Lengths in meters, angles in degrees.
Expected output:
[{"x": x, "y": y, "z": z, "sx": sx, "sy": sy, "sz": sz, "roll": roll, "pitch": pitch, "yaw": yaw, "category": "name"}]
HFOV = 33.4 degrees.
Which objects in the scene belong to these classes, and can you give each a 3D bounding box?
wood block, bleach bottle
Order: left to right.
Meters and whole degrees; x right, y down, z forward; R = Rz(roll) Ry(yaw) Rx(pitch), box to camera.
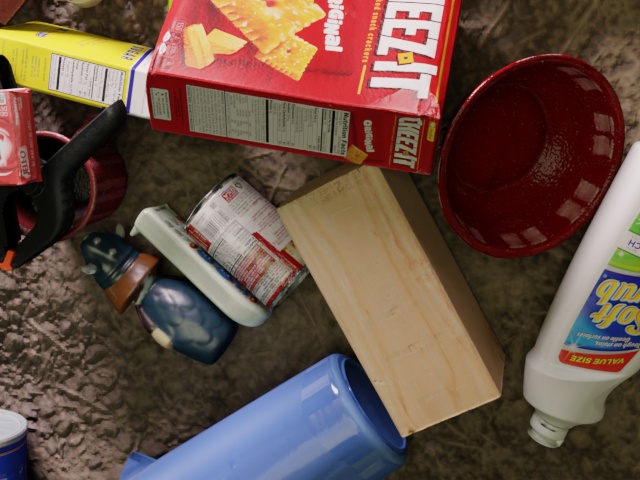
[{"x": 0.059, "y": 0.037, "z": 0.850, "sx": 0.090, "sy": 0.090, "sz": 0.206, "roll": -26, "pitch": 99, "yaw": 17, "category": "wood block"}, {"x": 0.236, "y": 0.054, "z": 0.837, "sx": 0.102, "sy": 0.068, "sz": 0.251, "roll": 21, "pitch": 108, "yaw": -4, "category": "bleach bottle"}]

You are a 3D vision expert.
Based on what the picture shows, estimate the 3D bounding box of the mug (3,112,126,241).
[{"x": -0.212, "y": -0.060, "z": 0.915, "sx": 0.093, "sy": 0.081, "sz": 0.117, "roll": 34, "pitch": 105, "yaw": 6, "category": "mug"}]

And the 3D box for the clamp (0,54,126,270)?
[{"x": -0.218, "y": -0.054, "z": 0.853, "sx": 0.120, "sy": 0.039, "sz": 0.171, "roll": 15, "pitch": 108, "yaw": 17, "category": "clamp"}]

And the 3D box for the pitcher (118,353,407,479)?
[{"x": -0.046, "y": 0.210, "z": 0.895, "sx": 0.243, "sy": 0.145, "sz": 0.149, "roll": -35, "pitch": 110, "yaw": 13, "category": "pitcher"}]

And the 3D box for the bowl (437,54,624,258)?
[{"x": 0.150, "y": -0.070, "z": 0.818, "sx": 0.162, "sy": 0.055, "sz": 0.162, "roll": -9, "pitch": 117, "yaw": -19, "category": "bowl"}]

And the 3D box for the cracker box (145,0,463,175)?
[{"x": -0.007, "y": -0.147, "z": 0.800, "sx": 0.214, "sy": 0.164, "sz": 0.072, "roll": 10, "pitch": 146, "yaw": 5, "category": "cracker box"}]

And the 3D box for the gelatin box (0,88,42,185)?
[{"x": -0.262, "y": -0.079, "z": 0.827, "sx": 0.089, "sy": 0.030, "sz": 0.073, "roll": 1, "pitch": 101, "yaw": 25, "category": "gelatin box"}]

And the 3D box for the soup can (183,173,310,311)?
[{"x": -0.056, "y": 0.001, "z": 0.895, "sx": 0.102, "sy": 0.068, "sz": 0.068, "roll": 42, "pitch": 105, "yaw": 4, "category": "soup can"}]

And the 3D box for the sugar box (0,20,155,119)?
[{"x": -0.181, "y": -0.142, "z": 0.888, "sx": 0.176, "sy": 0.093, "sz": 0.048, "roll": 12, "pitch": 110, "yaw": 11, "category": "sugar box"}]
